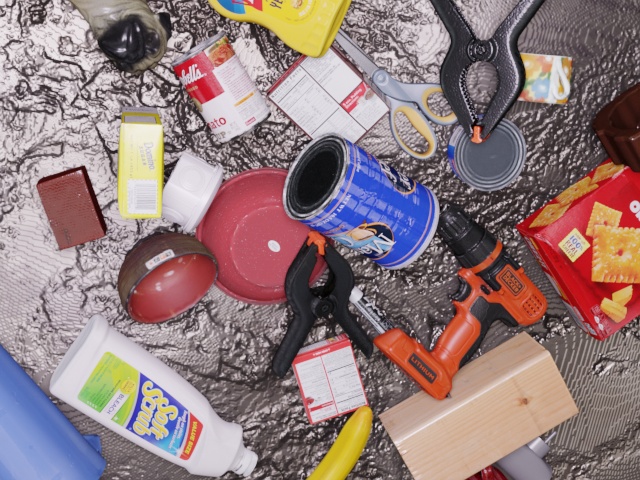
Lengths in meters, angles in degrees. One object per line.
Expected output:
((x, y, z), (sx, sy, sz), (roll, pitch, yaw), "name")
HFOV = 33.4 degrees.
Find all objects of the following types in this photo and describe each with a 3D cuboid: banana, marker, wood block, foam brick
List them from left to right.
((-0.268, -0.036, 1.152), (0.053, 0.051, 0.078), (-17, 104, -5), "foam brick")
((0.004, 0.279, 1.264), (0.037, 0.069, 0.198), (41, 91, 24), "banana")
((0.055, 0.080, 1.250), (0.020, 0.020, 0.121), (-43, 105, 1), "marker")
((0.185, 0.206, 1.264), (0.206, 0.090, 0.091), (-29, 105, -2), "wood block")

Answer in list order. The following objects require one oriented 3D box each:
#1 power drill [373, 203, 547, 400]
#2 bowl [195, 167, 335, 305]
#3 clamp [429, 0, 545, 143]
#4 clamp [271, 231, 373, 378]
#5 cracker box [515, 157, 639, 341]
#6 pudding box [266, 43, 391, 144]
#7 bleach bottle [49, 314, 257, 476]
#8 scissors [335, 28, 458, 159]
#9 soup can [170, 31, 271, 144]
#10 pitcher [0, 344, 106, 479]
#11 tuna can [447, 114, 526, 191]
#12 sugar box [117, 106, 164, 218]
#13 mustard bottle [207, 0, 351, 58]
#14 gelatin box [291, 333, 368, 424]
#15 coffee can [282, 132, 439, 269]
((0.151, 0.075, 1.235), (0.187, 0.057, 0.184), (-46, 106, -5), "power drill")
((-0.058, 0.001, 1.195), (0.162, 0.055, 0.162), (-2, 103, -10), "bowl")
((0.187, -0.213, 1.159), (0.165, 0.036, 0.210), (-2, 98, 22), "clamp")
((0.009, 0.072, 1.189), (0.120, 0.039, 0.171), (-5, 117, -25), "clamp")
((0.364, -0.009, 1.255), (0.213, 0.072, 0.164), (-35, 106, -1), "cracker box")
((0.009, -0.155, 1.174), (0.113, 0.039, 0.090), (43, 105, -13), "pudding box")
((-0.176, 0.191, 1.214), (0.250, 0.068, 0.102), (34, 95, -17), "bleach bottle")
((0.088, -0.186, 1.197), (0.096, 0.016, 0.201), (-30, 106, 0), "scissors")
((-0.105, -0.163, 1.143), (0.068, 0.068, 0.102), (-32, 106, -2), "soup can")
((-0.360, 0.200, 1.146), (0.145, 0.149, 0.243), (-35, 102, 4), "pitcher")
((0.190, -0.101, 1.225), (0.086, 0.034, 0.086), (-2, 103, -9), "tuna can")
((-0.184, -0.084, 1.091), (0.048, 0.176, 0.093), (2, 103, -8), "sugar box")
((-0.065, -0.271, 1.114), (0.192, 0.058, 0.096), (27, 104, 8), "mustard bottle")
((0.009, 0.163, 1.255), (0.073, 0.030, 0.089), (-18, 104, -7), "gelatin box")
((0.045, -0.041, 1.157), (0.140, 0.103, 0.103), (28, 97, -34), "coffee can")
